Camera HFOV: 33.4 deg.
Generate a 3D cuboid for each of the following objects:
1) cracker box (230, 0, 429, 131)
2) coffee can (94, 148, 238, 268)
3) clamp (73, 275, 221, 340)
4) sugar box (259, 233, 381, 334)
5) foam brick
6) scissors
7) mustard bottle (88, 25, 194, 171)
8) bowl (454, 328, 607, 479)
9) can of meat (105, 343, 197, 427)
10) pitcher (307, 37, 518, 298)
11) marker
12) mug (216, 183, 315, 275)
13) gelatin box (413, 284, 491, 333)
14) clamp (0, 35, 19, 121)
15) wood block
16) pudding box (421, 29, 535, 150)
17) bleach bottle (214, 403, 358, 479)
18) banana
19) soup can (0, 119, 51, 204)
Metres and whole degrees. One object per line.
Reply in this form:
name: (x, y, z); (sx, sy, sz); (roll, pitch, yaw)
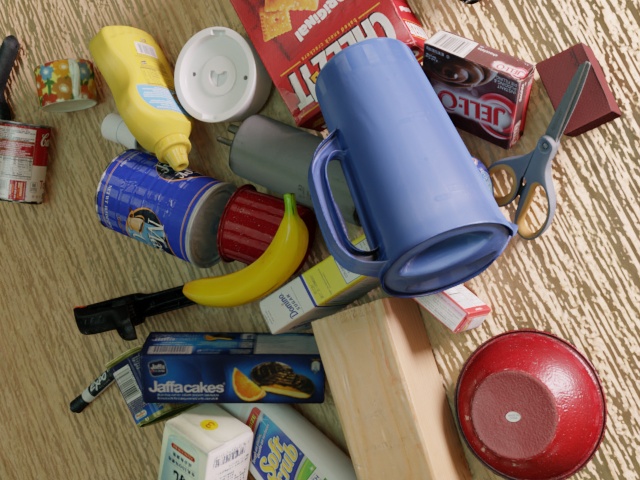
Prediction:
cracker box: (0.000, -0.253, 1.170); (0.164, 0.072, 0.214); (-33, 77, 24)
coffee can: (-0.176, -0.038, 1.243); (0.140, 0.102, 0.103); (21, 99, 25)
clamp: (-0.229, 0.087, 1.254); (0.210, 0.164, 0.036); (-10, 100, 36)
sugar box: (0.026, 0.039, 1.146); (0.176, 0.093, 0.048); (-31, 76, 23)
foam brick: (0.255, -0.148, 1.053); (0.053, 0.051, 0.078); (-24, 80, 24)
scissors: (0.207, -0.095, 1.053); (0.096, 0.016, 0.202); (29, 129, 36)
mustard bottle: (-0.196, -0.160, 1.240); (0.058, 0.096, 0.192); (-40, 63, 25)
bowl: (0.203, 0.172, 1.078); (0.162, 0.055, 0.162); (0, 91, 27)
can of meat: (-0.192, 0.167, 1.253); (0.058, 0.102, 0.084); (-32, 78, 24)
pitcher: (0.072, -0.074, 1.035); (0.145, 0.149, 0.243); (-32, 62, 20)
marker: (-0.274, 0.179, 1.339); (0.121, 0.020, 0.020); (-41, 73, 21)
mug: (-0.058, 0.001, 1.198); (0.082, 0.093, 0.117); (17, 127, 21)
gelatin box: (0.125, 0.057, 1.106); (0.089, 0.073, 0.030); (40, 107, 21)
clamp: (-0.438, -0.190, 1.412); (0.120, 0.039, 0.171); (-11, 91, 31)
wood block: (0.074, 0.169, 1.123); (0.090, 0.090, 0.206); (-21, 81, 26)
pudding box: (0.157, -0.154, 1.085); (0.114, 0.039, 0.090); (29, 142, 26)
bleach bottle: (-0.044, 0.242, 1.201); (0.251, 0.068, 0.103); (39, 110, 24)
banana: (-0.073, 0.029, 1.145); (0.198, 0.037, 0.070); (-39, 67, 32)
soup can: (-0.385, -0.100, 1.368); (0.069, 0.068, 0.102); (10, 95, 26)
